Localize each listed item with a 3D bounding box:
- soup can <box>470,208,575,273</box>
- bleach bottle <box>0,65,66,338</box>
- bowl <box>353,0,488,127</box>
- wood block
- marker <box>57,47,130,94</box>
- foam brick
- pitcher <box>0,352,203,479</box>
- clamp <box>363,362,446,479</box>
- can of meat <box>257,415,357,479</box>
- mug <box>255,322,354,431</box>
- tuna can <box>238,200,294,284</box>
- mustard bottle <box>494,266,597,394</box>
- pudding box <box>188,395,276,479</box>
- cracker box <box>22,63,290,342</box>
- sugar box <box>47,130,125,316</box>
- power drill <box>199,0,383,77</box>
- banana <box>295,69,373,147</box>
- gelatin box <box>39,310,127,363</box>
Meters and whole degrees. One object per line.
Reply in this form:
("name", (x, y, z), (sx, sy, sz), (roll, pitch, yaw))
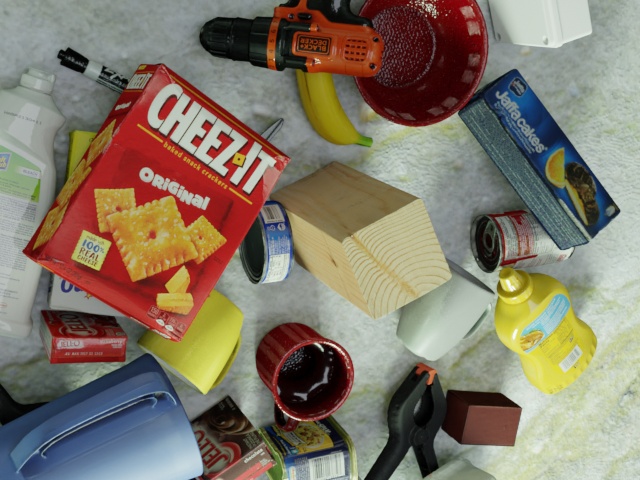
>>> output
("soup can", (0.234, -0.002, 1.229), (0.102, 0.069, 0.068), (-8, 106, -20))
("bleach bottle", (-0.293, -0.039, 1.017), (0.102, 0.068, 0.251), (16, 95, -24))
("bowl", (0.095, -0.203, 1.130), (0.161, 0.055, 0.162), (-6, 105, -21))
("wood block", (0.034, -0.006, 1.073), (0.090, 0.206, 0.091), (-28, 112, -13))
("marker", (-0.201, -0.156, 1.046), (0.121, 0.020, 0.020), (25, 93, -25))
("foam brick", (0.192, 0.213, 1.275), (0.078, 0.053, 0.051), (7, 101, -22))
("pitcher", (-0.244, 0.209, 1.020), (0.242, 0.145, 0.149), (-23, 111, -21))
("clamp", (0.100, 0.231, 1.247), (0.120, 0.039, 0.171), (-7, 104, -39))
("can of meat", (-0.016, 0.235, 1.173), (0.083, 0.102, 0.057), (-9, 106, -17))
("mug", (-0.024, 0.149, 1.158), (0.093, 0.082, 0.117), (12, 98, -24))
("tuna can", (-0.057, 0.001, 1.106), (0.033, 0.086, 0.086), (-7, 106, -22))
("mustard bottle", (0.253, 0.094, 1.242), (0.096, 0.058, 0.191), (-45, 129, -7))
("pudding box", (-0.108, 0.224, 1.127), (0.090, 0.114, 0.039), (-33, 116, -11))
("cracker box", (-0.151, -0.034, 1.010), (0.164, 0.072, 0.213), (35, 81, -27))
("sugar box", (-0.211, -0.016, 1.052), (0.093, 0.048, 0.176), (7, 92, -19))
("power drill", (-0.021, -0.259, 1.051), (0.184, 0.057, 0.188), (8, 95, 6))
("banana", (0.003, -0.180, 1.114), (0.069, 0.037, 0.198), (-33, 118, -40))
("gelatin box", (-0.236, 0.094, 1.057), (0.073, 0.089, 0.030), (2, 102, -22))
